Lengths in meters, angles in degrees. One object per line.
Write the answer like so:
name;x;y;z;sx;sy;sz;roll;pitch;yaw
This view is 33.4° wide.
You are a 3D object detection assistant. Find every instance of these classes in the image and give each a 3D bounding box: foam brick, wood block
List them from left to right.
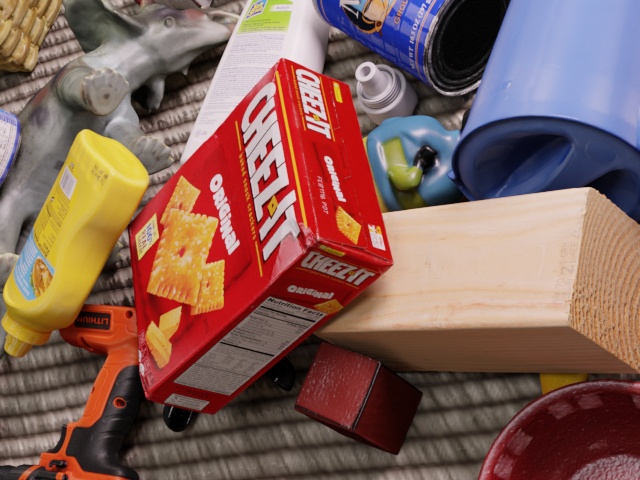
foam brick;0.028;0.112;0.751;0.053;0.078;0.051;16;76;32
wood block;0.104;0.032;0.704;0.207;0.090;0.090;-6;63;45

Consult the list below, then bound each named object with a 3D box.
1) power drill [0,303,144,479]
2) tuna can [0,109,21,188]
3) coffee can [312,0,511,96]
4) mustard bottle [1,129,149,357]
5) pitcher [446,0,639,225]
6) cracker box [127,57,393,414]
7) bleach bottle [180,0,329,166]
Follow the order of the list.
power drill;-0.204;0.148;0.886;0.185;0.057;0.187;1;70;31
tuna can;-0.296;-0.076;0.934;0.086;0.033;0.086;-30;48;40
coffee can;0.074;-0.191;0.849;0.103;0.102;0.140;-51;53;0
mustard bottle;-0.208;0.012;0.862;0.192;0.058;0.096;-60;38;13
pitcher;0.188;-0.129;0.719;0.149;0.145;0.242;17;61;4
cracker box;-0.055;0.001;0.764;0.214;0.072;0.164;-43;45;36
bleach bottle;-0.034;-0.161;0.926;0.103;0.068;0.250;8;70;32
